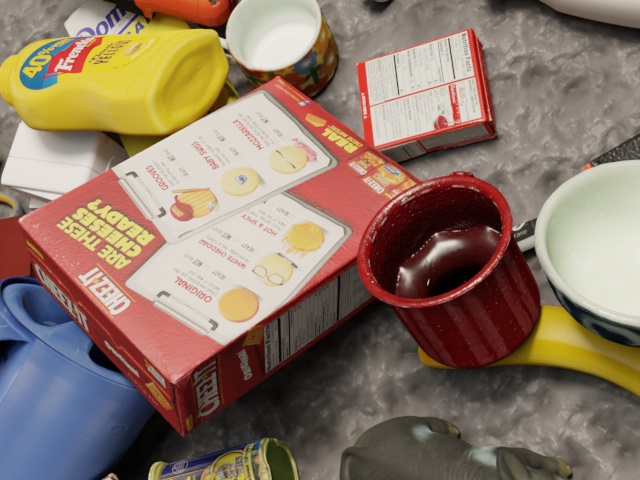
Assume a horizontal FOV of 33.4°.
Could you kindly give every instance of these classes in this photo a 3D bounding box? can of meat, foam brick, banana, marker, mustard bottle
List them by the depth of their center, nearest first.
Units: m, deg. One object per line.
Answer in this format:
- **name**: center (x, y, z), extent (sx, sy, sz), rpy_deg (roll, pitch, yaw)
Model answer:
- **banana**: center (0.154, 0.074, 0.637), extent (0.198, 0.037, 0.069), rpy_deg (20, 79, 29)
- **can of meat**: center (-0.056, 0.184, 0.685), extent (0.084, 0.057, 0.102), rpy_deg (-18, 66, 15)
- **marker**: center (0.119, 0.004, 0.687), extent (0.121, 0.020, 0.020), rpy_deg (-24, 64, 15)
- **mustard bottle**: center (-0.167, -0.115, 0.775), extent (0.192, 0.058, 0.096), rpy_deg (5, 42, 32)
- **foam brick**: center (-0.214, 0.018, 0.802), extent (0.051, 0.078, 0.053), rpy_deg (-11, 70, 20)

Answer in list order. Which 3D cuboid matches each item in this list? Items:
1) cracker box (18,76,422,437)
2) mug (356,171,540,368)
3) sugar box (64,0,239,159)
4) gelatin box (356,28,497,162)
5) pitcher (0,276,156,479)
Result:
- **cracker box**: center (-0.054, 0.001, 0.687), extent (0.213, 0.072, 0.164), rpy_deg (-34, 56, -26)
- **mug**: center (0.082, 0.013, 0.635), extent (0.093, 0.081, 0.117), rpy_deg (-9, 49, 26)
- **sugar box**: center (-0.129, -0.133, 0.834), extent (0.093, 0.048, 0.176), rpy_deg (-36, 63, 9)
- **gelatin box**: center (0.073, -0.098, 0.739), extent (0.089, 0.030, 0.073), rpy_deg (-14, 66, 20)
- **pitcher**: center (-0.219, 0.153, 0.710), extent (0.243, 0.149, 0.145), rpy_deg (-57, 15, 7)
